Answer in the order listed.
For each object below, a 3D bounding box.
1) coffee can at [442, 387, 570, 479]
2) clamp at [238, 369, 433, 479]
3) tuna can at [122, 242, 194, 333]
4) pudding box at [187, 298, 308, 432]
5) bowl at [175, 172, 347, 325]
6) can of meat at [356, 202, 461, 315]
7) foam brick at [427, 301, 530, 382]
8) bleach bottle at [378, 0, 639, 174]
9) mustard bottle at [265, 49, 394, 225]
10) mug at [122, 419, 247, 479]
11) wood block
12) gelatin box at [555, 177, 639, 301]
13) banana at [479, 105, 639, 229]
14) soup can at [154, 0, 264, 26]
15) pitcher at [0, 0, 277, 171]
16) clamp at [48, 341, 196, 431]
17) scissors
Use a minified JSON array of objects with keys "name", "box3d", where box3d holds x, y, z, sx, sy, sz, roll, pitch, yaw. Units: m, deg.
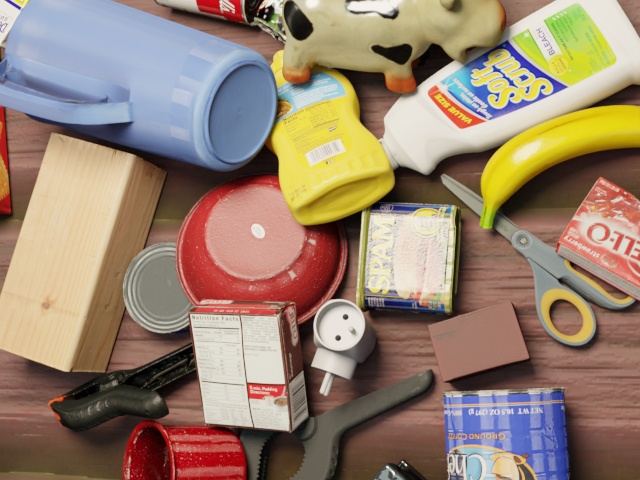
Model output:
[{"name":"coffee can","box3d":[0.156,0.194,0.886,0.103,0.102,0.140,-4,82,14]},{"name":"clamp","box3d":[-0.004,0.166,0.965,0.165,0.036,0.210,22,85,17]},{"name":"tuna can","box3d":[-0.142,0.046,1.018,0.086,0.033,0.086,-2,82,14]},{"name":"pudding box","box3d":[-0.063,0.108,0.932,0.090,0.039,0.113,1,106,24]},{"name":"bowl","box3d":[-0.056,0.001,0.968,0.162,0.055,0.162,-1,69,3]},{"name":"can of meat","box3d":[0.080,0.016,0.953,0.084,0.057,0.102,3,83,13]},{"name":"foam brick","box3d":[0.139,0.089,0.930,0.078,0.051,0.053,-17,78,12]},{"name":"bleach bottle","box3d":[0.158,-0.125,0.949,0.251,0.068,0.102,-30,76,11]},{"name":"mustard bottle","box3d":[-0.008,-0.106,0.970,0.096,0.058,0.192,-24,54,2]},{"name":"mug","box3d":[-0.126,0.202,0.961,0.117,0.081,0.093,34,111,50]},{"name":"wood block","box3d":[-0.230,0.013,1.016,0.091,0.090,0.206,16,87,15]},{"name":"gelatin box","box3d":[0.258,-0.001,0.912,0.089,0.030,0.073,31,75,16]},{"name":"banana","box3d":[0.218,-0.079,0.925,0.198,0.069,0.037,-24,40,7]},{"name":"soup can","box3d":[-0.105,-0.250,1.029,0.102,0.068,0.068,15,87,16]},{"name":"pitcher","box3d":[-0.167,-0.139,0.958,0.243,0.145,0.149,21,77,33]},{"name":"clamp","box3d":[-0.176,0.136,0.994,0.172,0.120,0.039,-13,102,34]},{"name":"scissors","box3d":[0.178,0.022,0.946,0.202,0.016,0.096,25,85,16]}]
